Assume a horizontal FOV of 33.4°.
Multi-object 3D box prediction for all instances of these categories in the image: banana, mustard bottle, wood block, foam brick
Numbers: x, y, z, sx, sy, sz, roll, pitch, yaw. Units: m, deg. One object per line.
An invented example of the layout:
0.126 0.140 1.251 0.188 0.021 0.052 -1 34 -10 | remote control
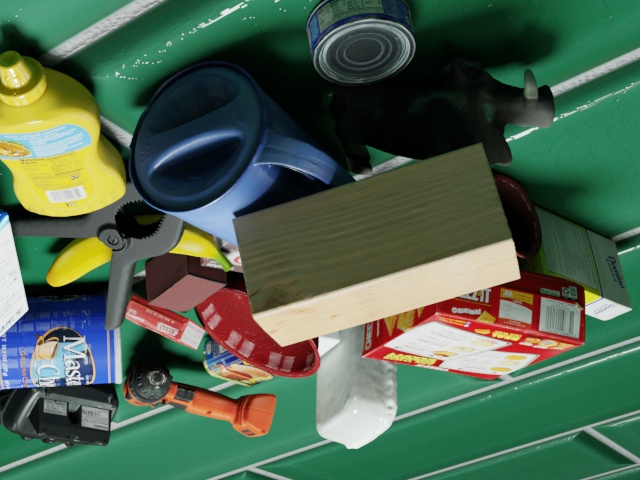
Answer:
-0.191 0.009 1.080 0.198 0.069 0.037 -4 -164 11 | banana
-0.229 -0.091 0.890 0.096 0.058 0.191 -7 151 1 | mustard bottle
0.046 0.007 0.857 0.206 0.091 0.090 -17 156 7 | wood block
-0.145 0.036 1.146 0.051 0.053 0.078 18 142 -39 | foam brick

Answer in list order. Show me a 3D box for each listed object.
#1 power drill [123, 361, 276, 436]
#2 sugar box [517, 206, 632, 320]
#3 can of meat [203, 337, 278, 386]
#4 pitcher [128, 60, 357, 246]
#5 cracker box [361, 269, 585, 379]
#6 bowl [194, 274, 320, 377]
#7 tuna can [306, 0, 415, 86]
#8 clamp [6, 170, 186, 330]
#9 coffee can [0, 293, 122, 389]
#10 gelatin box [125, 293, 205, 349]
-0.155 0.199 1.358 0.187 0.057 0.185 18 166 -12 | power drill
0.276 0.026 1.196 0.048 0.093 0.175 -29 145 36 | sugar box
-0.086 0.143 1.350 0.084 0.057 0.101 -25 147 32 | can of meat
-0.039 -0.046 0.944 0.145 0.149 0.242 -37 147 14 | pitcher
0.157 0.086 1.137 0.164 0.072 0.214 12 160 -14 | cracker box
-0.062 0.087 1.216 0.162 0.055 0.162 22 148 15 | bowl
0.033 -0.162 0.856 0.086 0.034 0.086 -6 151 -4 | tuna can
-0.205 -0.013 1.024 0.164 0.036 0.210 38 123 -19 | clamp
-0.294 0.112 1.192 0.140 0.103 0.103 -2 150 -11 | coffee can
-0.176 0.093 1.207 0.073 0.030 0.089 23 172 11 | gelatin box
